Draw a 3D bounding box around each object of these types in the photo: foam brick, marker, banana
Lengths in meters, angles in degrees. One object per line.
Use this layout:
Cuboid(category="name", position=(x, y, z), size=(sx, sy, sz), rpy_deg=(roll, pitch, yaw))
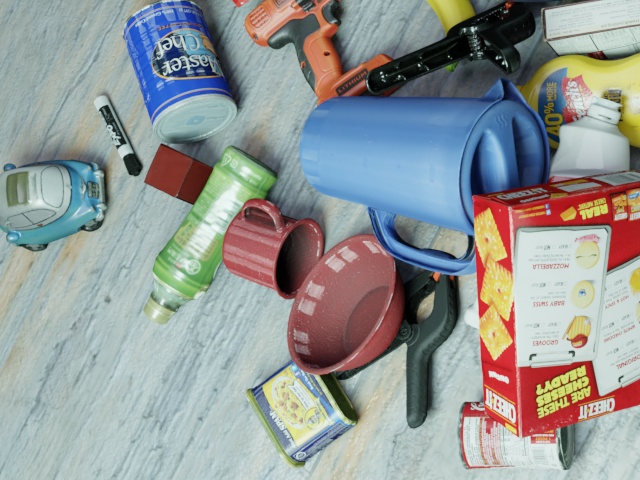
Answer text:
Cuboid(category="foam brick", position=(-0.160, -0.074, 1.261), size=(0.053, 0.078, 0.051), rpy_deg=(27, 91, 27))
Cuboid(category="marker", position=(-0.255, -0.131, 1.349), size=(0.020, 0.020, 0.121), rpy_deg=(-35, 68, 16))
Cuboid(category="banana", position=(0.116, -0.276, 1.172), size=(0.198, 0.069, 0.037), rpy_deg=(56, 147, 16))

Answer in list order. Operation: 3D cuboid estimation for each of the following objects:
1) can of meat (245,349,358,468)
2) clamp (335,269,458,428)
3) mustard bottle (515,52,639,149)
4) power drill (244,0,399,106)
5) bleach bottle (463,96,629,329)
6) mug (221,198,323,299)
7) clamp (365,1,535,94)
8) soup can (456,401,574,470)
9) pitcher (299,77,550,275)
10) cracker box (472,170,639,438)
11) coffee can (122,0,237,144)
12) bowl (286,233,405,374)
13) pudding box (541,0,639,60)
Cuboid(category="can of meat", position=(-0.019, 0.181, 1.161), size=(0.084, 0.057, 0.102), rpy_deg=(-38, 68, 12))
Cuboid(category="clamp", position=(0.100, 0.109, 1.125), size=(0.120, 0.039, 0.171), rpy_deg=(39, 100, 30))
Cuboid(category="mustard bottle", position=(0.267, -0.139, 1.075), size=(0.192, 0.058, 0.096), rpy_deg=(1, 109, 27))
Cuboid(category="power drill", position=(0.022, -0.240, 1.218), size=(0.185, 0.057, 0.188), rpy_deg=(-37, 66, 16))
Cuboid(category="bleach bottle", position=(0.230, -0.020, 1.047), size=(0.103, 0.068, 0.251), rpy_deg=(23, 102, 24))
Cuboid(category="mug", position=(-0.058, 0.001, 1.183), size=(0.082, 0.117, 0.093), rpy_deg=(18, 51, 32))
Cuboid(category="clamp", position=(0.148, -0.199, 1.079), size=(0.165, 0.209, 0.036), rpy_deg=(-5, 114, 31))
Cuboid(category="soup can", position=(0.192, 0.192, 1.052), size=(0.102, 0.068, 0.068), rpy_deg=(-4, 79, 24))
Cuboid(category="pitcher", position=(0.092, -0.072, 1.058), size=(0.243, 0.145, 0.149), rpy_deg=(13, 52, 47))
Cuboid(category="cracker box", position=(0.227, 0.053, 0.970), size=(0.072, 0.164, 0.214), rpy_deg=(-150, 52, -64))
Cuboid(category="coffee can", position=(-0.169, -0.201, 1.273), size=(0.103, 0.102, 0.140), rpy_deg=(-27, 71, 19))
Cuboid(category="bowl", position=(0.037, 0.076, 1.127), size=(0.162, 0.055, 0.162), rpy_deg=(-34, 40, 34))
Cuboid(category="pudding box", position=(0.287, -0.212, 1.065), size=(0.114, 0.090, 0.039), rpy_deg=(-7, 79, 25))
